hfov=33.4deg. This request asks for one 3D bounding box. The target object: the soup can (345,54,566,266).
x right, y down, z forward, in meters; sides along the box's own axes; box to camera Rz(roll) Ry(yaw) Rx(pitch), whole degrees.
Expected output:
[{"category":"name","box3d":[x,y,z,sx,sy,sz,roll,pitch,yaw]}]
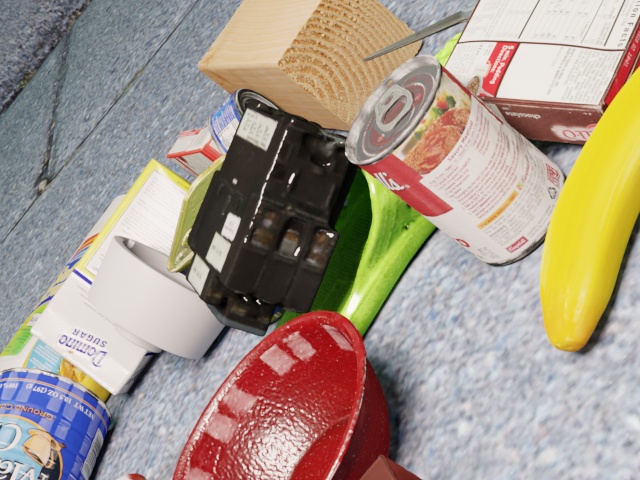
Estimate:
[{"category":"soup can","box3d":[0.073,-0.041,0.563,0.069,0.102,0.068,-42,27,26]}]

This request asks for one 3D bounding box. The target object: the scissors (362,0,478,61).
[{"category":"scissors","box3d":[0.119,-0.167,0.713,0.202,0.016,0.096,-6,39,51]}]

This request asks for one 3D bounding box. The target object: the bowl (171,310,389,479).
[{"category":"bowl","box3d":[-0.014,0.119,0.569,0.162,0.055,0.162,-42,27,26]}]

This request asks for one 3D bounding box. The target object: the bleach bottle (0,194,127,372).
[{"category":"bleach bottle","box3d":[-0.232,0.046,1.062,0.103,0.068,0.250,-11,46,57]}]

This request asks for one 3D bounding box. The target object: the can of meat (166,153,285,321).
[{"category":"can of meat","box3d":[-0.055,0.001,0.765,0.058,0.083,0.102,-39,28,31]}]

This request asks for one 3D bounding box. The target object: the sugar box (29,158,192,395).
[{"category":"sugar box","box3d":[-0.150,0.031,0.887,0.176,0.093,0.048,-54,-6,2]}]

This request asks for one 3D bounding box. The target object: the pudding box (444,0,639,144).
[{"category":"pudding box","box3d":[0.127,-0.101,0.587,0.114,0.039,0.090,13,67,41]}]

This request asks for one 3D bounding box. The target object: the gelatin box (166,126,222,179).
[{"category":"gelatin box","box3d":[-0.084,-0.066,0.920,0.030,0.073,0.089,-60,24,-15]}]

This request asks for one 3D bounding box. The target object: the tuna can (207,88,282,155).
[{"category":"tuna can","box3d":[-0.048,-0.081,0.859,0.034,0.086,0.086,-42,27,22]}]

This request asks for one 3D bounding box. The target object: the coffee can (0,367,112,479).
[{"category":"coffee can","box3d":[-0.233,0.185,0.827,0.103,0.102,0.140,-30,33,42]}]

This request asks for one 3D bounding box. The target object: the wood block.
[{"category":"wood block","box3d":[-0.016,-0.154,0.892,0.091,0.090,0.206,-57,23,-6]}]
